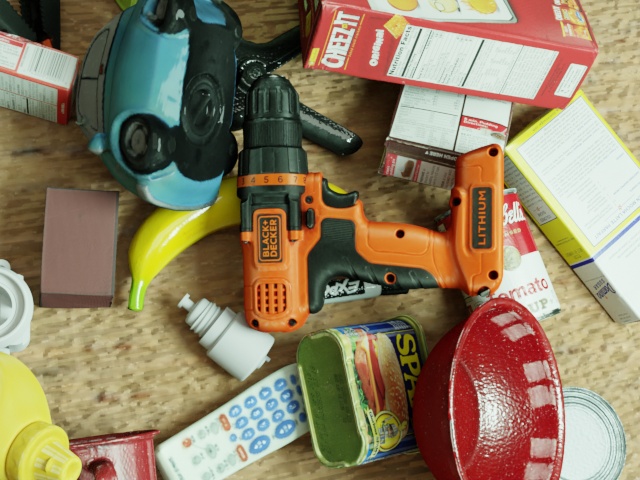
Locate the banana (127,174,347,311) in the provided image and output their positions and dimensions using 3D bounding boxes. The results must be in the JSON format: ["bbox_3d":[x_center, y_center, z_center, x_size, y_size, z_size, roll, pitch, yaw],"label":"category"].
[{"bbox_3d":[-0.064,-0.015,0.799,0.197,0.037,0.069,-22,102,-17],"label":"banana"}]

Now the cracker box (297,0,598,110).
[{"bbox_3d":[0.091,-0.190,0.831,0.213,0.072,0.164,7,47,-12],"label":"cracker box"}]

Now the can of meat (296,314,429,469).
[{"bbox_3d":[0.035,0.108,0.765,0.083,0.058,0.102,-3,76,-43],"label":"can of meat"}]

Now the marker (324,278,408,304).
[{"bbox_3d":[0.014,0.038,0.813,0.121,0.020,0.020,-6,79,-16],"label":"marker"}]

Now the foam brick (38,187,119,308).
[{"bbox_3d":[-0.171,0.006,0.755,0.051,0.053,0.078,4,77,-14],"label":"foam brick"}]

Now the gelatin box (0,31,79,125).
[{"bbox_3d":[-0.219,-0.119,0.762,0.089,0.073,0.030,17,72,-9],"label":"gelatin box"}]

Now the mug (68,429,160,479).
[{"bbox_3d":[-0.144,0.170,0.692,0.093,0.117,0.081,-5,83,-22],"label":"mug"}]

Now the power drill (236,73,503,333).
[{"bbox_3d":[0.034,-0.028,0.750,0.188,0.057,0.184,-1,89,8],"label":"power drill"}]

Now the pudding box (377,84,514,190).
[{"bbox_3d":[0.099,-0.087,0.821,0.090,0.039,0.113,13,41,6],"label":"pudding box"}]

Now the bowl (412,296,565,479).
[{"bbox_3d":[0.112,0.122,0.749,0.161,0.055,0.162,13,74,-50],"label":"bowl"}]

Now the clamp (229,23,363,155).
[{"bbox_3d":[-0.046,-0.113,0.824,0.171,0.039,0.120,-12,72,-15],"label":"clamp"}]

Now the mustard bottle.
[{"bbox_3d":[-0.225,0.110,0.660,0.192,0.058,0.096,16,85,27],"label":"mustard bottle"}]

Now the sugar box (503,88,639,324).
[{"bbox_3d":[0.227,-0.027,0.871,0.093,0.048,0.176,-38,92,-18],"label":"sugar box"}]

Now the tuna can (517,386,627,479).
[{"bbox_3d":[0.189,0.157,0.822,0.086,0.034,0.086,3,76,-14],"label":"tuna can"}]

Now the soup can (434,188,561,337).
[{"bbox_3d":[0.137,0.019,0.824,0.068,0.069,0.102,-17,83,-18],"label":"soup can"}]
